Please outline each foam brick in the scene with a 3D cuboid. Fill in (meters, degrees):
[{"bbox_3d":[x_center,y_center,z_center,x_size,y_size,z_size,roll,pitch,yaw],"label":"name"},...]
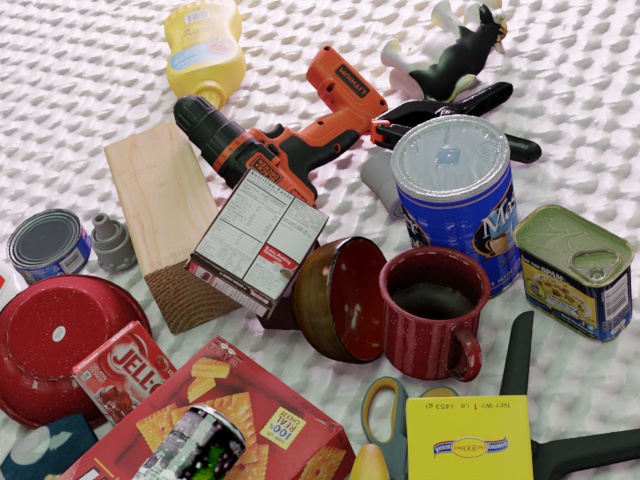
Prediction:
[{"bbox_3d":[-0.029,0.041,1.011,0.053,0.051,0.078,1,49,18],"label":"foam brick"}]

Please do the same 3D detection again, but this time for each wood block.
[{"bbox_3d":[-0.145,-0.019,1.078,0.090,0.091,0.206,-23,45,-4],"label":"wood block"}]

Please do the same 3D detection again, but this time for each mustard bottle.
[{"bbox_3d":[-0.138,-0.215,1.282,0.096,0.058,0.191,-13,45,4],"label":"mustard bottle"}]

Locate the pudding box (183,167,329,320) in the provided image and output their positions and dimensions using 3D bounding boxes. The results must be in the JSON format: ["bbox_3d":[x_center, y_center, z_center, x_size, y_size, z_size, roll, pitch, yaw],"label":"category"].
[{"bbox_3d":[-0.056,0.001,0.964,0.090,0.039,0.113,32,56,0],"label":"pudding box"}]

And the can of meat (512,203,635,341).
[{"bbox_3d":[0.219,0.030,0.915,0.057,0.084,0.102,-40,48,-20],"label":"can of meat"}]

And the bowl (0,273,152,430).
[{"bbox_3d":[-0.239,0.094,0.989,0.162,0.055,0.162,0,64,-1],"label":"bowl"}]

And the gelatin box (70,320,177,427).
[{"bbox_3d":[-0.166,0.127,0.950,0.073,0.089,0.030,-40,13,-20],"label":"gelatin box"}]

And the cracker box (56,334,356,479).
[{"bbox_3d":[-0.102,0.197,0.873,0.213,0.072,0.164,-42,49,-20],"label":"cracker box"}]

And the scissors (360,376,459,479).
[{"bbox_3d":[0.077,0.191,0.859,0.096,0.016,0.202,-12,46,7],"label":"scissors"}]

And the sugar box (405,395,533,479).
[{"bbox_3d":[0.110,0.203,0.777,0.093,0.048,0.176,-3,62,7],"label":"sugar box"}]

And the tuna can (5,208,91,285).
[{"bbox_3d":[-0.289,0.008,1.140,0.086,0.033,0.086,-10,46,10],"label":"tuna can"}]

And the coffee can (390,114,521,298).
[{"bbox_3d":[0.125,-0.027,0.959,0.103,0.140,0.103,-9,46,10],"label":"coffee can"}]

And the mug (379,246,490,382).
[{"bbox_3d":[0.101,0.072,0.907,0.093,0.081,0.117,-21,46,-21],"label":"mug"}]

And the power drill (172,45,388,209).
[{"bbox_3d":[-0.035,-0.120,1.111,0.184,0.057,0.187,45,66,2],"label":"power drill"}]

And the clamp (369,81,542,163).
[{"bbox_3d":[0.140,-0.111,1.092,0.171,0.039,0.120,-13,41,-11],"label":"clamp"}]

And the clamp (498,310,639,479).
[{"bbox_3d":[0.154,0.158,0.845,0.210,0.036,0.165,-35,55,-11],"label":"clamp"}]
